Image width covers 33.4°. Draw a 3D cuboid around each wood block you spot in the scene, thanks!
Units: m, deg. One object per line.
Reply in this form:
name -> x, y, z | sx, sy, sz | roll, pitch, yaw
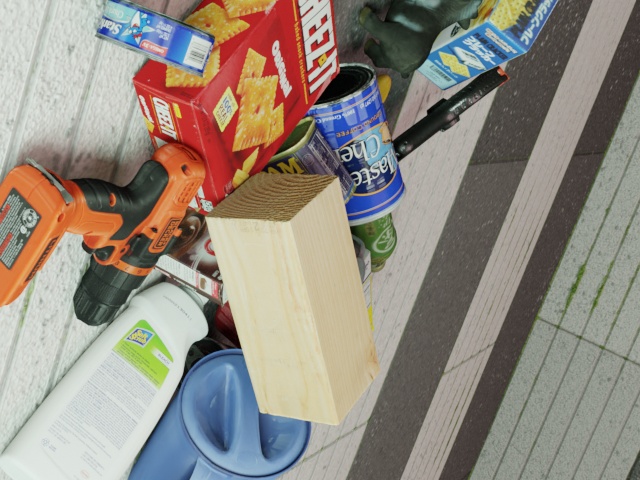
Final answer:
wood block -> -0.021, 0.051, 0.959 | 0.090, 0.090, 0.206 | -46, 131, -48

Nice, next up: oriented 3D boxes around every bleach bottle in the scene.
bleach bottle -> -0.175, 0.133, 0.980 | 0.250, 0.102, 0.068 | -52, -166, -31

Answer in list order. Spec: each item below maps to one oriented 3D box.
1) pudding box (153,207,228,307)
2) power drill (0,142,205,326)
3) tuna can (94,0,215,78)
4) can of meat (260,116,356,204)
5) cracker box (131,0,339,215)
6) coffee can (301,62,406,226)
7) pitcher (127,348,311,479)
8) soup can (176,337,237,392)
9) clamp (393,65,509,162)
pudding box -> -0.096, 0.000, 1.023 | 0.113, 0.090, 0.039 | -49, 154, -34
power drill -> -0.188, 0.003, 0.841 | 0.185, 0.057, 0.187 | -57, 161, 20
tuna can -> -0.123, -0.153, 0.800 | 0.086, 0.086, 0.034 | 5, 107, -67
can of meat -> -0.027, -0.062, 1.056 | 0.084, 0.102, 0.057 | 53, 37, -24
cracker box -> -0.065, -0.148, 0.957 | 0.213, 0.072, 0.164 | -54, 157, -27
coffee can -> 0.025, -0.100, 1.113 | 0.102, 0.103, 0.140 | -45, 129, -40
pitcher -> -0.120, 0.228, 1.078 | 0.149, 0.145, 0.243 | -4, 150, -31
soup can -> -0.114, 0.147, 1.174 | 0.068, 0.069, 0.102 | -63, 159, -5
clamp -> 0.148, -0.153, 1.353 | 0.209, 0.036, 0.165 | -38, -178, -18
